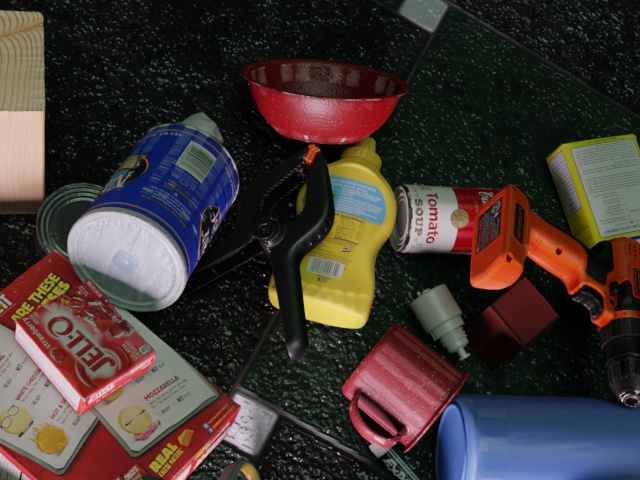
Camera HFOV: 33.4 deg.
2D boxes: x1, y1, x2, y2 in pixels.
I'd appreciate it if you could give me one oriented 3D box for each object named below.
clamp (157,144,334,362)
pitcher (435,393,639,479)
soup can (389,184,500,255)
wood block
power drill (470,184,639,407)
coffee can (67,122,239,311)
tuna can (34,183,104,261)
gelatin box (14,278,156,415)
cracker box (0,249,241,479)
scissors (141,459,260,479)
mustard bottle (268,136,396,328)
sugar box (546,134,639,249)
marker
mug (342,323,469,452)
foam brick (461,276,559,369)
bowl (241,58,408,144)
[{"bbox_3d":[-0.056,0.001,0.973,0.165,0.036,0.210,11,63,21],"label":"clamp"},{"bbox_3d":[0.233,0.204,0.947,0.242,0.149,0.145,6,68,-9],"label":"pitcher"},{"bbox_3d":[0.124,-0.020,1.043,0.102,0.069,0.068,2,69,-13],"label":"soup can"},{"bbox_3d":[-0.277,-0.100,0.893,0.090,0.206,0.090,-1,70,-14],"label":"wood block"},{"bbox_3d":[0.225,0.044,0.968,0.187,0.057,0.184,28,43,-18],"label":"power drill"},{"bbox_3d":[-0.140,-0.022,0.914,0.103,0.103,0.140,28,40,-3],"label":"coffee can"},{"bbox_3d":[-0.214,-0.006,0.965,0.086,0.034,0.086,7,66,-16],"label":"tuna can"},{"bbox_3d":[-0.187,0.083,0.847,0.073,0.030,0.089,-33,70,-36],"label":"gelatin box"},{"bbox_3d":[-0.200,0.134,0.872,0.214,0.072,0.164,38,51,10],"label":"cracker box"},{"bbox_3d":[-0.087,0.197,0.860,0.016,0.201,0.096,-17,46,17],"label":"scissors"},{"bbox_3d":[0.021,-0.017,1.018,0.096,0.058,0.191,13,66,8],"label":"mustard bottle"},{"bbox_3d":[0.306,-0.019,1.103,0.093,0.048,0.176,-10,76,-17],"label":"sugar box"},{"bbox_3d":[0.071,0.207,0.969,0.020,0.020,0.121,-38,83,-24],"label":"marker"},{"bbox_3d":[0.067,0.136,0.954,0.081,0.093,0.117,39,49,7],"label":"mug"},{"bbox_3d":[0.178,0.080,1.013,0.051,0.078,0.053,-37,83,-26],"label":"foam brick"},{"bbox_3d":[0.002,-0.132,1.033,0.162,0.162,0.055,0,111,-15],"label":"bowl"}]
